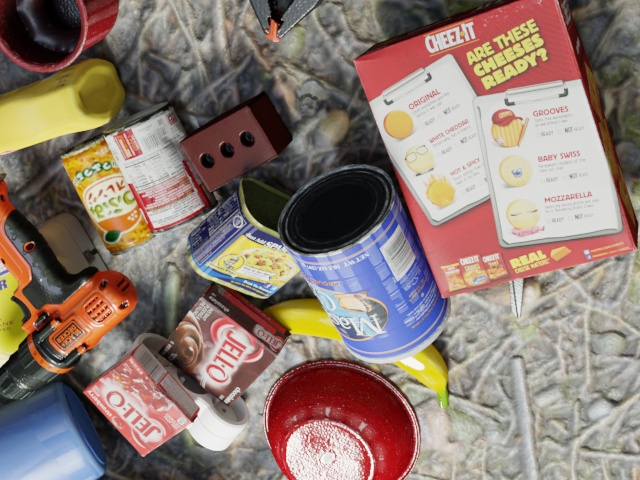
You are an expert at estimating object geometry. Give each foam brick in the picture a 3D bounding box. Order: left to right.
[{"bbox_3d":[-0.074,-0.087,0.938,0.078,0.051,0.053,-26,103,24],"label":"foam brick"}]

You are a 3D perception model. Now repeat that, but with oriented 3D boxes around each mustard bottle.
[{"bbox_3d":[-0.277,-0.108,0.963,0.192,0.096,0.058,-15,109,21],"label":"mustard bottle"}]

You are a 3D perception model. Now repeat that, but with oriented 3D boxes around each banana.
[{"bbox_3d":[0.040,0.093,0.992,0.198,0.037,0.070,26,117,4],"label":"banana"}]

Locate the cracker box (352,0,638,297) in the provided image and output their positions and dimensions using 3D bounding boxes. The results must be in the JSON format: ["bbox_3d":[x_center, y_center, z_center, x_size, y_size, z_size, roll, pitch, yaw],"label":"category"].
[{"bbox_3d":[0.143,-0.077,0.851,0.164,0.072,0.213,-16,106,22],"label":"cracker box"}]

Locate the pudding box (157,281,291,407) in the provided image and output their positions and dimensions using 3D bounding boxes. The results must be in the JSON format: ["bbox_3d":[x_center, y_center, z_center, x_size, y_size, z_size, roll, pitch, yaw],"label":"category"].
[{"bbox_3d":[-0.092,0.098,1.016,0.090,0.039,0.114,38,137,-2],"label":"pudding box"}]

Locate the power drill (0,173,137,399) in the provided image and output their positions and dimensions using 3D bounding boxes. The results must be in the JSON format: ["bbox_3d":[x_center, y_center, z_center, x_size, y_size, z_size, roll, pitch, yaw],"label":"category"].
[{"bbox_3d":[-0.285,0.043,0.986,0.185,0.057,0.187,-39,101,23],"label":"power drill"}]

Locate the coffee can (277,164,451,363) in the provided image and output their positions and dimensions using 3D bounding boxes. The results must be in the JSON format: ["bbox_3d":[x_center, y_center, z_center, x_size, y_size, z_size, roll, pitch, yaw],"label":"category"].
[{"bbox_3d":[0.039,0.021,0.899,0.103,0.102,0.140,-13,132,21],"label":"coffee can"}]

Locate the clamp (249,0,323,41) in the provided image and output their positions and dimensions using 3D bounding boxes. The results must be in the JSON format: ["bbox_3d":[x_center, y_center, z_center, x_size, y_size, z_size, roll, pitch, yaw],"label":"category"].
[{"bbox_3d":[-0.032,-0.250,0.862,0.120,0.039,0.172,25,117,6],"label":"clamp"}]

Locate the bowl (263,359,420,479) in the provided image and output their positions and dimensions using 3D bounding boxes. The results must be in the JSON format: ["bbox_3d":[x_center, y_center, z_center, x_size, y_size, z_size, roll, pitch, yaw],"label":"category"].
[{"bbox_3d":[0.014,0.199,1.036,0.162,0.055,0.162,6,114,13],"label":"bowl"}]

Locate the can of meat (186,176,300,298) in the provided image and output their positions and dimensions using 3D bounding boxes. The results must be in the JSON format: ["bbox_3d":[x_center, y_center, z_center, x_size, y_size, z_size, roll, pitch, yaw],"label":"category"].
[{"bbox_3d":[-0.056,0.001,0.951,0.102,0.057,0.084,25,127,-37],"label":"can of meat"}]

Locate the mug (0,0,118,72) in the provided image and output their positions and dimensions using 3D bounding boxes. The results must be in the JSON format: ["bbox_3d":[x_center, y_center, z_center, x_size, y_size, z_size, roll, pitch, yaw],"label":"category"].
[{"bbox_3d":[-0.236,-0.205,0.917,0.117,0.081,0.093,26,117,4],"label":"mug"}]

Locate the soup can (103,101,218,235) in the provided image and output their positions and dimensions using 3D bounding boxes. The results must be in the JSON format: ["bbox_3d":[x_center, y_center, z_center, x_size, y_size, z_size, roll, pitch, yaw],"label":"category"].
[{"bbox_3d":[-0.143,-0.065,0.959,0.069,0.068,0.102,-18,106,22],"label":"soup can"}]

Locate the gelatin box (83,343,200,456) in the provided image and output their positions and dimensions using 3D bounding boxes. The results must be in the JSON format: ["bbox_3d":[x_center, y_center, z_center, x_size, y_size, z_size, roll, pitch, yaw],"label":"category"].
[{"bbox_3d":[-0.171,0.154,1.023,0.073,0.030,0.089,-36,98,26],"label":"gelatin box"}]

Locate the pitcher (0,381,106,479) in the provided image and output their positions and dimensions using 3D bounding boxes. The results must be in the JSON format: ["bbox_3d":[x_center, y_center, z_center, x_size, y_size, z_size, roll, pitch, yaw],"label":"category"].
[{"bbox_3d":[-0.340,0.251,1.067,0.242,0.145,0.149,-27,100,-6],"label":"pitcher"}]
